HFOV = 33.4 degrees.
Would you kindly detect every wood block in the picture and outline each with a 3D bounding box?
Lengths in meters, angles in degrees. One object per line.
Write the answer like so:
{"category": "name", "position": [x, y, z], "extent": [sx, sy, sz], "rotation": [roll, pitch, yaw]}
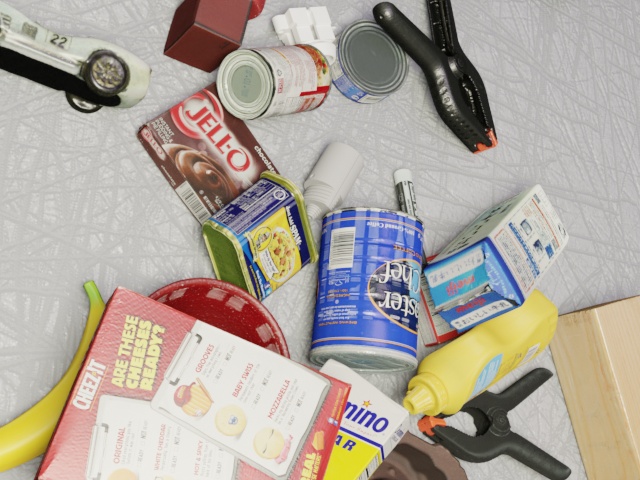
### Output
{"category": "wood block", "position": [0.327, 0.170, 1.156], "extent": [0.090, 0.090, 0.206], "rotation": [-12, 84, -30]}

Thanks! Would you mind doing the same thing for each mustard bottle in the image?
{"category": "mustard bottle", "position": [0.150, 0.120, 1.047], "extent": [0.191, 0.096, 0.058], "rotation": [-27, 64, -37]}

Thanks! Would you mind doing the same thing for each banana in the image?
{"category": "banana", "position": [-0.225, 0.129, 0.900], "extent": [0.069, 0.037, 0.197], "rotation": [32, 62, 1]}

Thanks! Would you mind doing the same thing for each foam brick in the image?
{"category": "foam brick", "position": [-0.108, -0.204, 1.022], "extent": [0.053, 0.078, 0.051], "rotation": [21, 68, -25]}

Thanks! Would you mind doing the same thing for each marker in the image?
{"category": "marker", "position": [0.093, -0.019, 1.098], "extent": [0.020, 0.020, 0.121], "rotation": [9, 56, -27]}

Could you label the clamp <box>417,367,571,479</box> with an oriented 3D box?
{"category": "clamp", "position": [0.184, 0.198, 1.097], "extent": [0.171, 0.039, 0.120], "rotation": [-6, 64, -24]}

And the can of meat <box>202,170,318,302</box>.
{"category": "can of meat", "position": [-0.057, 0.001, 0.990], "extent": [0.083, 0.058, 0.102], "rotation": [-40, 135, -28]}

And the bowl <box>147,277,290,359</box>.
{"category": "bowl", "position": [-0.109, 0.117, 0.950], "extent": [0.161, 0.055, 0.162], "rotation": [7, 73, -24]}

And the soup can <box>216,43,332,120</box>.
{"category": "soup can", "position": [-0.044, -0.153, 1.028], "extent": [0.102, 0.069, 0.068], "rotation": [-20, 87, -55]}

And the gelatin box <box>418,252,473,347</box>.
{"category": "gelatin box", "position": [0.130, 0.057, 1.112], "extent": [0.073, 0.030, 0.089], "rotation": [-17, 86, -29]}

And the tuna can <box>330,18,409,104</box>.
{"category": "tuna can", "position": [0.049, -0.188, 1.128], "extent": [0.086, 0.034, 0.086], "rotation": [7, 74, -27]}

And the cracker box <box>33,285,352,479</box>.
{"category": "cracker box", "position": [-0.100, 0.156, 0.863], "extent": [0.213, 0.072, 0.164], "rotation": [24, 65, -12]}

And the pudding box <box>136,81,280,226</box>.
{"category": "pudding box", "position": [-0.106, -0.081, 1.013], "extent": [0.089, 0.039, 0.113], "rotation": [-38, 97, -31]}

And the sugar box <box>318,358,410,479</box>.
{"category": "sugar box", "position": [-0.008, 0.198, 0.945], "extent": [0.093, 0.048, 0.176], "rotation": [33, 71, 22]}

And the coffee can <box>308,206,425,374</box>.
{"category": "coffee can", "position": [0.046, 0.050, 1.026], "extent": [0.102, 0.103, 0.140], "rotation": [13, 71, -25]}

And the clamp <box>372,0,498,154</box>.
{"category": "clamp", "position": [0.130, -0.187, 1.148], "extent": [0.164, 0.036, 0.210], "rotation": [-35, 104, -52]}
